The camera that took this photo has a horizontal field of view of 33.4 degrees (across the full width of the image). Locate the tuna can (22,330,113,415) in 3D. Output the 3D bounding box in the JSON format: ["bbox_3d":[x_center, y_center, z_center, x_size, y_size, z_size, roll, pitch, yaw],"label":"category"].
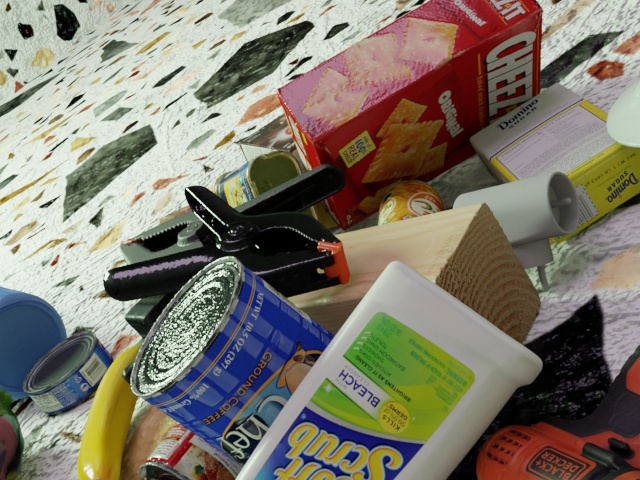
[{"bbox_3d":[-0.245,0.129,1.041,0.086,0.033,0.086,-28,23,13],"label":"tuna can"}]

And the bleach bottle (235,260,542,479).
[{"bbox_3d":[0.009,0.139,0.586,0.251,0.103,0.068,-55,-22,3],"label":"bleach bottle"}]

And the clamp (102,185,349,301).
[{"bbox_3d":[-0.055,0.001,0.741,0.172,0.039,0.120,2,45,22],"label":"clamp"}]

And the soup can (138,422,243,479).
[{"bbox_3d":[-0.068,0.141,0.739,0.069,0.068,0.102,-8,34,47],"label":"soup can"}]

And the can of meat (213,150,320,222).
[{"bbox_3d":[-0.046,-0.025,0.964,0.057,0.102,0.084,-20,0,-26],"label":"can of meat"}]

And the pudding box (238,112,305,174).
[{"bbox_3d":[-0.008,-0.103,1.026,0.113,0.039,0.090,-38,28,-24],"label":"pudding box"}]

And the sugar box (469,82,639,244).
[{"bbox_3d":[0.186,-0.066,0.839,0.093,0.048,0.176,-32,19,6],"label":"sugar box"}]

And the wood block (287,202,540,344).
[{"bbox_3d":[0.035,0.050,0.751,0.207,0.090,0.090,-13,29,42],"label":"wood block"}]

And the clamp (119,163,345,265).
[{"bbox_3d":[-0.084,-0.003,0.855,0.210,0.036,0.164,-1,37,50],"label":"clamp"}]

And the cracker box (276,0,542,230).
[{"bbox_3d":[0.082,-0.114,0.904,0.213,0.164,0.072,-30,63,-5],"label":"cracker box"}]

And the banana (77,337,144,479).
[{"bbox_3d":[-0.173,0.148,0.880,0.197,0.037,0.070,-86,17,-56],"label":"banana"}]

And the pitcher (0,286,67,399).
[{"bbox_3d":[-0.383,0.109,1.148,0.243,0.144,0.149,1,72,50],"label":"pitcher"}]

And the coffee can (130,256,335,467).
[{"bbox_3d":[-0.032,0.091,0.667,0.103,0.140,0.103,-41,23,22],"label":"coffee can"}]
